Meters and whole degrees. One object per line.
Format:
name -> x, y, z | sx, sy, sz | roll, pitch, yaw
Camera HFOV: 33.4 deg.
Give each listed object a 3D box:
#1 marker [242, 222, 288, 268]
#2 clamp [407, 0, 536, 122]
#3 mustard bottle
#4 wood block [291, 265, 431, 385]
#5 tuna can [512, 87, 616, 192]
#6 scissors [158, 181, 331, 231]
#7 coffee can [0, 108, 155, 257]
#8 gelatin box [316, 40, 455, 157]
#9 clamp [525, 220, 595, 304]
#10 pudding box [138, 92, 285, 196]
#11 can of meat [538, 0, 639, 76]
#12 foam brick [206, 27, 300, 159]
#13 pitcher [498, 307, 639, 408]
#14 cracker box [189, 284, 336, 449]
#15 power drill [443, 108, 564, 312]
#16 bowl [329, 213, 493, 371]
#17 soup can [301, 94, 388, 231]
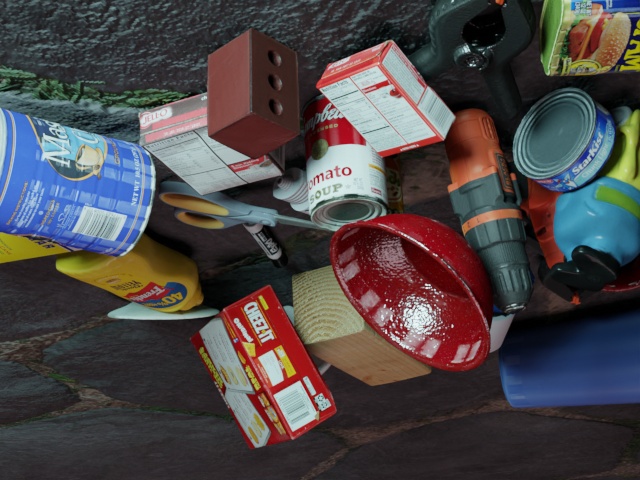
marker -> -0.058, 0.001, 1.148 | 0.020, 0.020, 0.121 | -9, 155, 11
clamp -> 0.126, -0.146, 0.823 | 0.120, 0.039, 0.172 | 8, 156, -15
mustard bottle -> -0.189, 0.036, 1.157 | 0.096, 0.058, 0.191 | -15, 154, 26
wood block -> 0.054, 0.105, 1.310 | 0.090, 0.091, 0.205 | -15, 153, 24
tuna can -> 0.208, -0.085, 0.912 | 0.033, 0.086, 0.086 | 27, 142, -34
scissors -> -0.063, -0.019, 1.056 | 0.201, 0.016, 0.096 | 16, 161, -9
coffee can -> -0.227, -0.048, 0.910 | 0.140, 0.103, 0.103 | 14, 150, -34
gelatin box -> 0.052, -0.111, 0.848 | 0.073, 0.030, 0.089 | -12, 130, 49
clamp -> 0.309, 0.017, 1.219 | 0.165, 0.036, 0.210 | -8, 152, 11
pudding box -> -0.092, -0.085, 0.931 | 0.090, 0.039, 0.113 | -12, 153, 19
can of meat -> 0.210, -0.163, 0.782 | 0.084, 0.057, 0.102 | -2, 155, 2
foam brick -> -0.052, -0.113, 0.826 | 0.051, 0.078, 0.052 | -22, 150, 38
pitcher -> 0.375, 0.162, 1.461 | 0.243, 0.145, 0.149 | -9, 144, 19
cracker box -> -0.072, 0.155, 1.266 | 0.072, 0.164, 0.214 | -27, 175, -21
power drill -> 0.187, -0.018, 0.969 | 0.057, 0.184, 0.187 | -21, 160, 32
bowl -> 0.086, 0.032, 0.887 | 0.162, 0.055, 0.162 | 33, 150, 22
soup can -> 0.021, -0.066, 0.910 | 0.068, 0.102, 0.068 | -3, 156, -2
